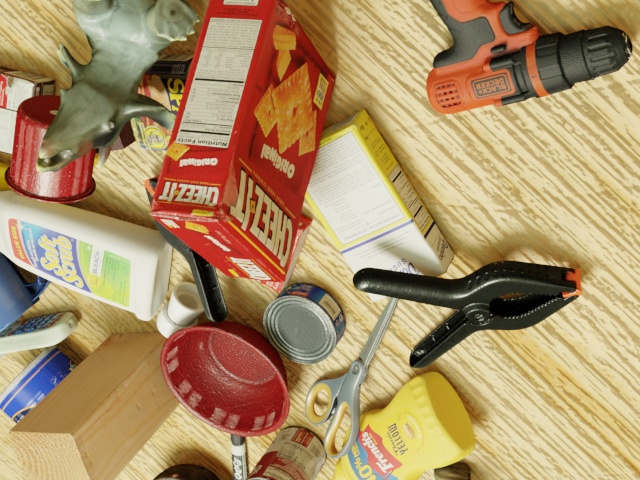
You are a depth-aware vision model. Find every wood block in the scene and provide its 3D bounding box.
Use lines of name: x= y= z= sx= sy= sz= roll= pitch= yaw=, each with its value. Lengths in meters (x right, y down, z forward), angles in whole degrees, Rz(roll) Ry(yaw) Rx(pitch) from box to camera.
wood block: x=-0.247 y=0.196 z=1.222 sx=0.091 sy=0.205 sz=0.090 roll=-5 pitch=114 yaw=27

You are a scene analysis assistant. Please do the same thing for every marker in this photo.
marker: x=-0.100 y=0.273 z=1.309 sx=0.020 sy=0.020 sz=0.121 roll=10 pitch=120 yaw=20

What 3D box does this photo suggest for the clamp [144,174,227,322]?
clamp: x=-0.133 y=0.005 z=1.146 sx=0.171 sy=0.039 sz=0.120 roll=47 pitch=128 yaw=21

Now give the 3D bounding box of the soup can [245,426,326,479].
soup can: x=-0.041 y=0.270 z=1.229 sx=0.069 sy=0.102 sz=0.068 roll=11 pitch=121 yaw=20

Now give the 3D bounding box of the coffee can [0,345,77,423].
coffee can: x=-0.318 y=0.213 z=1.328 sx=0.140 sy=0.102 sz=0.103 roll=43 pitch=126 yaw=-2

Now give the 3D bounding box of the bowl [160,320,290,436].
bowl: x=-0.098 y=0.145 z=1.210 sx=0.162 sy=0.055 sz=0.162 roll=14 pitch=130 yaw=18

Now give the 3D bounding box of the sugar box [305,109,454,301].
sugar box: x=0.048 y=-0.032 z=1.059 sx=0.093 sy=0.048 sz=0.176 roll=-24 pitch=108 yaw=33

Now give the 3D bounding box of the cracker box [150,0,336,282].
cracker box: x=-0.060 y=-0.089 z=0.945 sx=0.072 sy=0.213 sz=0.164 roll=6 pitch=162 yaw=22

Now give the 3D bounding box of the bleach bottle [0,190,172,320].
bleach bottle: x=-0.297 y=0.008 z=1.207 sx=0.251 sy=0.068 sz=0.103 roll=16 pitch=122 yaw=7

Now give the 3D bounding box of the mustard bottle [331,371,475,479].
mustard bottle: x=0.077 y=0.227 z=1.168 sx=0.192 sy=0.058 sz=0.096 roll=-41 pitch=67 yaw=37

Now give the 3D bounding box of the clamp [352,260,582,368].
clamp: x=0.145 y=0.057 z=1.036 sx=0.210 sy=0.036 sz=0.164 roll=-19 pitch=137 yaw=26

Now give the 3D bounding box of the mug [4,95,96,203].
mug: x=-0.276 y=-0.102 z=1.092 sx=0.117 sy=0.093 sz=0.082 roll=45 pitch=131 yaw=43

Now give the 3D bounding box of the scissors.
scissors: x=0.029 y=0.139 z=1.171 sx=0.096 sy=0.016 sz=0.202 roll=27 pitch=108 yaw=48

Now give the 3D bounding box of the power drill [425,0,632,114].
power drill: x=0.154 y=-0.206 z=0.905 sx=0.185 sy=0.057 sz=0.187 roll=-11 pitch=111 yaw=30

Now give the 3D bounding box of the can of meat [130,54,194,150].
can of meat: x=-0.147 y=-0.140 z=1.086 sx=0.084 sy=0.057 sz=0.102 roll=6 pitch=118 yaw=26

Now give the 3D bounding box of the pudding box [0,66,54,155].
pudding box: x=-0.354 y=-0.145 z=1.179 sx=0.114 sy=0.039 sz=0.090 roll=15 pitch=106 yaw=20

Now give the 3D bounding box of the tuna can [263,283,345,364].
tuna can: x=-0.017 y=0.090 z=1.161 sx=0.086 sy=0.033 sz=0.086 roll=11 pitch=121 yaw=20
